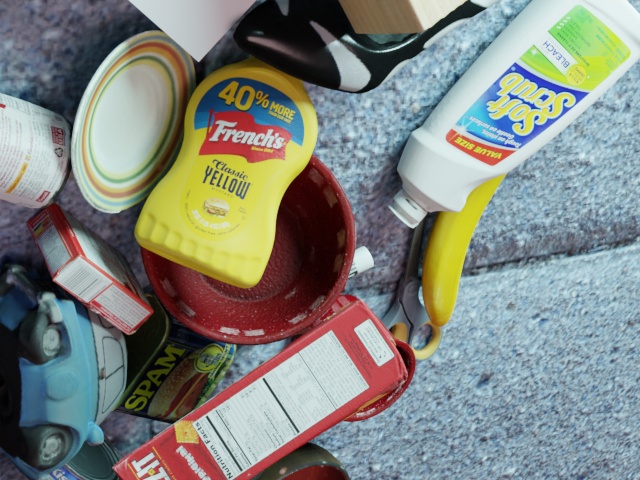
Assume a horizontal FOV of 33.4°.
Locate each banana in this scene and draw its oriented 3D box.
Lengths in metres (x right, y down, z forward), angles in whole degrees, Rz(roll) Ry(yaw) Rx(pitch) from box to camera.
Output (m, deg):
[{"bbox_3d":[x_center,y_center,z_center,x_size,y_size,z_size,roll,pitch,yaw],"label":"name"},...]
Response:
[{"bbox_3d":[0.131,-0.012,0.962,0.069,0.037,0.198,18,105,-33],"label":"banana"}]

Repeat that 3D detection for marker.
[{"bbox_3d":[-0.014,0.039,0.860,0.121,0.020,0.020,-26,133,-12],"label":"marker"}]

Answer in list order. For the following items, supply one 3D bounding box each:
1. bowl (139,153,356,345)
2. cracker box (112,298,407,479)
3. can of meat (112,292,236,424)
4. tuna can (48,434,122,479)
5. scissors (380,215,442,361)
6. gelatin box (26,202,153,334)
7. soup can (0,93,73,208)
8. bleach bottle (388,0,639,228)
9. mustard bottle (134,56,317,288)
[{"bbox_3d":[-0.055,0.001,0.821,0.162,0.162,0.055,-32,176,-7],"label":"bowl"},{"bbox_3d":[-0.038,0.133,0.819,0.213,0.072,0.164,-34,174,-2],"label":"cracker box"},{"bbox_3d":[-0.130,0.102,0.885,0.083,0.057,0.102,24,109,-44],"label":"can of meat"},{"bbox_3d":[-0.204,0.182,0.879,0.034,0.086,0.086,-48,134,10],"label":"tuna can"},{"bbox_3d":[0.097,0.048,1.014,0.096,0.016,0.202,2,119,-37],"label":"scissors"},{"bbox_3d":[-0.169,0.021,0.788,0.030,0.073,0.089,-41,135,3],"label":"gelatin box"},{"bbox_3d":[-0.221,-0.064,0.696,0.102,0.069,0.068,17,112,-40],"label":"soup can"},{"bbox_3d":[0.158,-0.106,0.892,0.102,0.068,0.251,39,100,-17],"label":"bleach bottle"},{"bbox_3d":[-0.055,-0.069,0.772,0.096,0.058,0.191,22,81,-2],"label":"mustard bottle"}]
